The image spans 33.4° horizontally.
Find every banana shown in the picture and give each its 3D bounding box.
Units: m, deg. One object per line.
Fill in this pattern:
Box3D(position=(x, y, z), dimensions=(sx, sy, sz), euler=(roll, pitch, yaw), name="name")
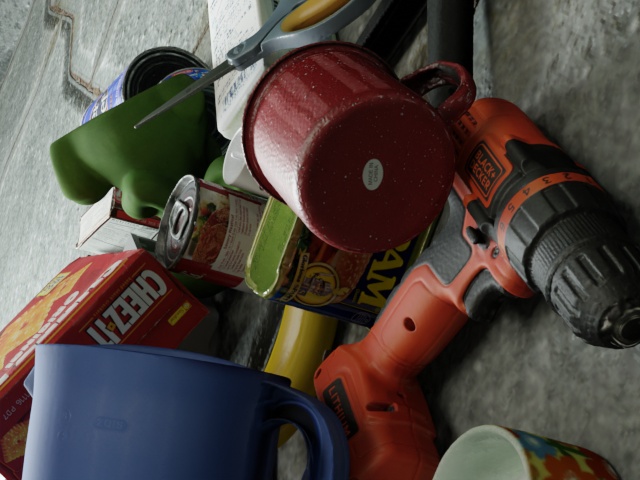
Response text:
Box3D(position=(-0.015, 0.054, 0.676), dimensions=(0.037, 0.069, 0.198), euler=(12, 75, 28), name="banana")

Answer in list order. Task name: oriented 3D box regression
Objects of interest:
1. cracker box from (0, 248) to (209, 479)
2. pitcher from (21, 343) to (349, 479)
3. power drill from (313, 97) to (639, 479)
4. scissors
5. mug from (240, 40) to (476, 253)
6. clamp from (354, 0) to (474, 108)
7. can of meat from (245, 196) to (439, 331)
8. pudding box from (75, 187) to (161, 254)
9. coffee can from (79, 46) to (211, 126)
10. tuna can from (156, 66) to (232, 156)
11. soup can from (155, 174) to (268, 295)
Box3D(position=(-0.186, 0.086, 0.765), dimensions=(0.164, 0.072, 0.214), euler=(-49, 15, -18), name="cracker box")
Box3D(position=(-0.084, 0.175, 0.528), dimensions=(0.149, 0.144, 0.243), euler=(162, 117, -66), name="pitcher")
Box3D(position=(0.072, 0.041, 0.512), dimensions=(0.188, 0.057, 0.184), euler=(-59, 24, 22), name="power drill")
Box3D(position=(-0.045, -0.144, 0.747), dimensions=(0.202, 0.016, 0.096), euler=(-20, 39, 30), name="scissors")
Box3D(position=(0.025, -0.050, 0.527), dimensions=(0.117, 0.093, 0.081), euler=(-30, 29, -5), name="mug")
Box3D(position=(0.078, -0.172, 0.656), dimensions=(0.210, 0.036, 0.165), euler=(-68, 25, 9), name="clamp")
Box3D(position=(0.012, -0.004, 0.630), dimensions=(0.057, 0.083, 0.102), euler=(35, 106, 65), name="can of meat")
Box3D(position=(-0.173, -0.012, 1.011), dimensions=(0.114, 0.089, 0.039), euler=(-32, 47, 56), name="pudding box")
Box3D(position=(-0.171, -0.120, 1.062), dimensions=(0.141, 0.102, 0.103), euler=(-23, 54, 59), name="coffee can")
Box3D(position=(-0.111, -0.108, 0.950), dimensions=(0.086, 0.086, 0.034), euler=(-64, 27, 18), name="tuna can")
Box3D(position=(-0.055, 0.001, 0.744), dimensions=(0.069, 0.102, 0.068), euler=(-43, 38, 47), name="soup can")
